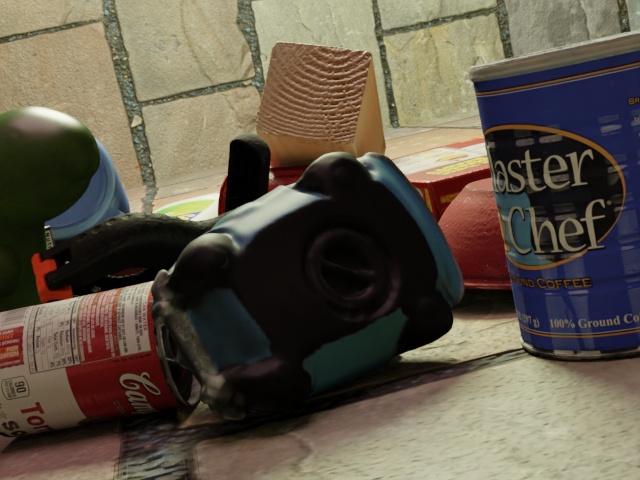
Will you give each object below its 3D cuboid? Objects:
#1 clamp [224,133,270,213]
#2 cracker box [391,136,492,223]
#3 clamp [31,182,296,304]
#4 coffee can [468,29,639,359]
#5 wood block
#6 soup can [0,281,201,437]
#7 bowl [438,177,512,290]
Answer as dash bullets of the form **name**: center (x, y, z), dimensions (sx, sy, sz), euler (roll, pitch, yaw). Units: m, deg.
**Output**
- **clamp**: center (-0.055, 0.001, 0.732), dimensions (0.036, 0.165, 0.209), euler (34, 14, 12)
- **cracker box**: center (0.121, -0.037, 0.868), dimensions (0.164, 0.072, 0.214), euler (-15, 10, -17)
- **clamp**: center (-0.076, 0.023, 0.616), dimensions (0.171, 0.120, 0.039), euler (-8, 41, -15)
- **coffee can**: center (0.135, -0.025, 0.515), dimensions (0.103, 0.140, 0.103), euler (-12, 8, 2)
- **wood block**: center (0.006, -0.096, 1.011), dimensions (0.090, 0.091, 0.206), euler (8, -16, 9)
- **soup can**: center (-0.120, 0.061, 0.556), dimensions (0.102, 0.068, 0.068), euler (-11, 8, 8)
- **bowl**: center (0.138, -0.011, 0.665), dimensions (0.162, 0.055, 0.162), euler (-6, 8, 1)
